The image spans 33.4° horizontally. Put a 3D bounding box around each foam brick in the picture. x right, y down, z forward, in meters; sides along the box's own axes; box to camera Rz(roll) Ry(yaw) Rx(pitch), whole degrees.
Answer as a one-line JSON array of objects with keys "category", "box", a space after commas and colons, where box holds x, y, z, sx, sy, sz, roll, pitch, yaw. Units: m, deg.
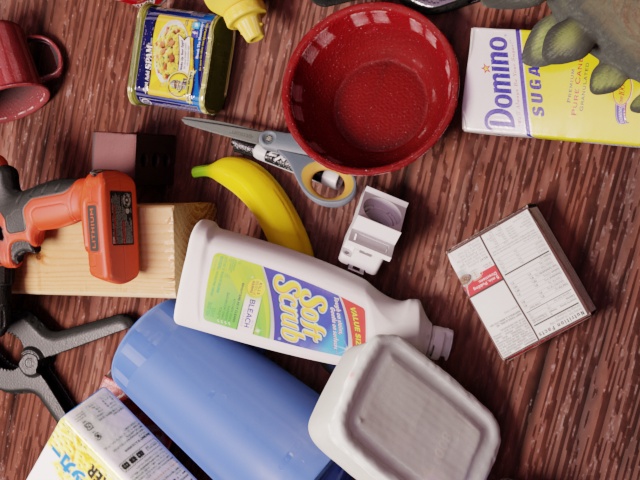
[{"category": "foam brick", "box": [-0.186, -0.082, 1.066, 0.051, 0.078, 0.053, 5, 97, 22]}]

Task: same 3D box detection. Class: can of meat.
[{"category": "can of meat", "box": [-0.135, -0.177, 1.051, 0.084, 0.057, 0.102, 12, 97, 20]}]

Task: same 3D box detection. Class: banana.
[{"category": "banana", "box": [-0.048, -0.012, 1.037, 0.070, 0.037, 0.198, -44, 74, 38]}]

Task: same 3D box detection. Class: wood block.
[{"category": "wood block", "box": [-0.215, 0.007, 1.076, 0.206, 0.090, 0.091, 1, 94, 22]}]

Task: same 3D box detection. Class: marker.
[{"category": "marker", "box": [-0.034, -0.077, 1.034, 0.121, 0.020, 0.020, 22, 101, 20]}]

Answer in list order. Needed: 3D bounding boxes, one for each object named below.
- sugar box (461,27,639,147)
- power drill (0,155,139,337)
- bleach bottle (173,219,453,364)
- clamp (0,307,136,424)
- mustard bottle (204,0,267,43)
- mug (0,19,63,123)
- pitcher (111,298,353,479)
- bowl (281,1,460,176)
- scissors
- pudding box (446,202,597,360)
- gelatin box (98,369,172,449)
[{"category": "sugar box", "box": [0.213, -0.131, 0.914, 0.176, 0.048, 0.093, 7, 95, 21]}, {"category": "power drill", "box": [-0.265, 0.005, 1.016, 0.188, 0.057, 0.184, -1, 93, 23]}, {"category": "bleach bottle", "box": [-0.001, 0.059, 0.978, 0.251, 0.068, 0.102, 14, 101, 2]}, {"category": "clamp", "box": [-0.295, 0.121, 1.143, 0.210, 0.036, 0.165, 26, 101, 15]}, {"category": "mustard bottle", "box": [-0.097, -0.275, 1.008, 0.058, 0.096, 0.191, -25, 83, 19]}, {"category": "mug", "box": [-0.329, -0.182, 1.122, 0.117, 0.093, 0.081, -19, 79, -9]}, {"category": "pitcher", "box": [-0.073, 0.155, 1.014, 0.243, 0.149, 0.145, 37, 120, 20]}, {"category": "bowl", "box": [0.049, -0.130, 0.965, 0.162, 0.055, 0.162, -3, 78, 15]}, {"category": "scissors", "box": [-0.043, -0.077, 1.015, 0.202, 0.016, 0.096, 0, 70, 14]}, {"category": "pudding box", "box": [0.176, 0.037, 0.942, 0.090, 0.039, 0.113, -31, 83, 20]}, {"category": "gelatin box", "box": [-0.190, 0.184, 1.093, 0.089, 0.030, 0.073, 22, 100, 0]}]
